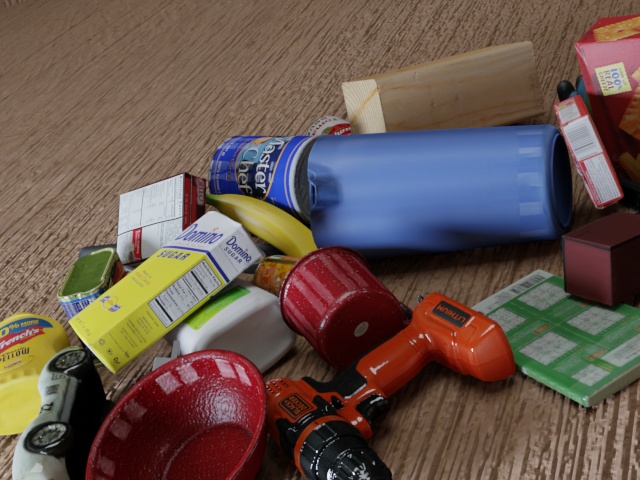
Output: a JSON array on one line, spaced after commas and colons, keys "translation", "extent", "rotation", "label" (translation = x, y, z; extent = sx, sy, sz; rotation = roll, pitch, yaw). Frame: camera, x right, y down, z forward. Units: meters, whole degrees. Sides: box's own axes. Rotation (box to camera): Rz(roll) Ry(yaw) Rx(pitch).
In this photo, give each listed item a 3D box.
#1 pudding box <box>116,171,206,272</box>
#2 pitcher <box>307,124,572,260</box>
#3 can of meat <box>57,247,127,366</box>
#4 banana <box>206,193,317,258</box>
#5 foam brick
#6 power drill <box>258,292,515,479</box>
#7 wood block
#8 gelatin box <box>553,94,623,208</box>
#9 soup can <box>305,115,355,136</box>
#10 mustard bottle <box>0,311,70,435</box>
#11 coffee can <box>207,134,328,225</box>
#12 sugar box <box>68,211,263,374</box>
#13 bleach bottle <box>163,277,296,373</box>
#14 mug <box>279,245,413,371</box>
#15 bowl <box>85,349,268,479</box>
[{"translation": [-0.174, -0.018, 1.165], "extent": [0.114, 0.039, 0.090], "rotation": [-13, 68, 37], "label": "pudding box"}, {"translation": [0.120, -0.049, 1.052], "extent": [0.243, 0.145, 0.149], "rotation": [-3, 42, 25], "label": "pitcher"}, {"translation": [-0.226, 0.067, 1.109], "extent": [0.057, 0.084, 0.102], "rotation": [-16, 25, 9], "label": "can of meat"}, {"translation": [-0.047, -0.005, 1.140], "extent": [0.198, 0.037, 0.069], "rotation": [30, 34, 35], "label": "banana"}, {"translation": [0.245, 0.013, 0.885], "extent": [0.078, 0.051, 0.053], "rotation": [-20, 22, -32], "label": "foam brick"}, {"translation": [0.055, 0.120, 0.824], "extent": [0.187, 0.057, 0.185], "rotation": [-29, 26, -17], "label": "power drill"}, {"translation": [0.141, -0.162, 1.225], "extent": [0.205, 0.090, 0.091], "rotation": [-16, 11, -21], "label": "wood block"}, {"translation": [0.247, -0.082, 0.986], "extent": [0.030, 0.089, 0.073], "rotation": [-23, 18, 16], "label": "gelatin box"}, {"translation": [0.028, -0.110, 1.294], "extent": [0.068, 0.068, 0.102], "rotation": [-26, 25, -12], "label": "soup can"}, {"translation": [-0.302, 0.122, 1.086], "extent": [0.096, 0.058, 0.192], "rotation": [-22, 25, -6], "label": "mustard bottle"}, {"translation": [-0.045, -0.070, 1.228], "extent": [0.141, 0.103, 0.102], "rotation": [5, 35, 43], "label": "coffee can"}, {"translation": [-0.145, 0.044, 0.996], "extent": [0.176, 0.048, 0.093], "rotation": [-42, 24, -12], "label": "sugar box"}, {"translation": [-0.125, 0.071, 1.055], "extent": [0.102, 0.068, 0.251], "rotation": [-34, 25, -21], "label": "bleach bottle"}, {"translation": [0.031, 0.064, 0.936], "extent": [0.117, 0.093, 0.082], "rotation": [9, 18, -27], "label": "mug"}, {"translation": [-0.099, 0.164, 0.825], "extent": [0.162, 0.055, 0.162], "rotation": [-21, 39, 18], "label": "bowl"}]
